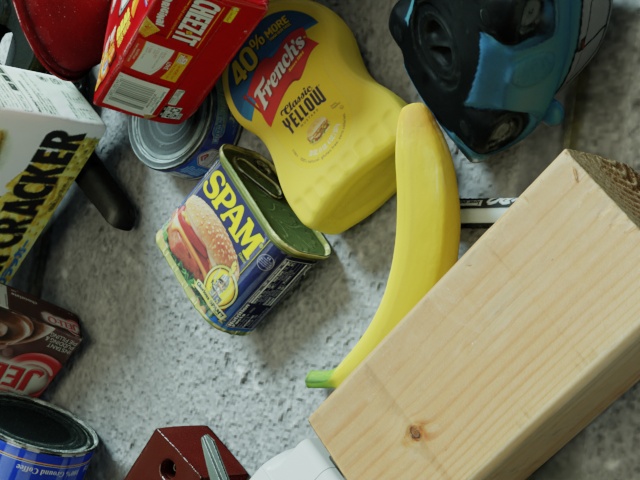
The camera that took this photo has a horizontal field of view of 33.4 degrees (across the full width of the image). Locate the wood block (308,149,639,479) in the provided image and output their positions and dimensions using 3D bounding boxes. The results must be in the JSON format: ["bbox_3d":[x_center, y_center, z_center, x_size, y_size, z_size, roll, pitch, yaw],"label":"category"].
[{"bbox_3d":[0.102,0.060,0.558,0.206,0.090,0.091,-49,62,25],"label":"wood block"}]

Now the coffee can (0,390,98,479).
[{"bbox_3d":[-0.235,0.194,0.781,0.103,0.102,0.140,26,97,36],"label":"coffee can"}]

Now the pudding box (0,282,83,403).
[{"bbox_3d":[-0.252,0.078,0.808,0.090,0.113,0.039,-51,32,17],"label":"pudding box"}]

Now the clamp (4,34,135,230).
[{"bbox_3d":[-0.230,-0.081,0.868,0.165,0.036,0.210,-23,73,30],"label":"clamp"}]

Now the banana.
[{"bbox_3d":[0.046,0.020,0.634,0.070,0.037,0.198,26,109,16],"label":"banana"}]

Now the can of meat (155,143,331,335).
[{"bbox_3d":[-0.055,0.001,0.716,0.084,0.057,0.102,-48,58,22],"label":"can of meat"}]

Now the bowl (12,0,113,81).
[{"bbox_3d":[-0.169,-0.200,0.787,0.055,0.162,0.162,-2,80,13],"label":"bowl"}]

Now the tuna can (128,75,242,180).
[{"bbox_3d":[-0.100,-0.089,0.778,0.086,0.033,0.086,-7,77,35],"label":"tuna can"}]

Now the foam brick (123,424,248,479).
[{"bbox_3d":[-0.097,0.170,0.717,0.053,0.051,0.078,40,105,33],"label":"foam brick"}]

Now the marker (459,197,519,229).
[{"bbox_3d":[0.115,-0.016,0.620,0.121,0.020,0.020,1,82,36],"label":"marker"}]

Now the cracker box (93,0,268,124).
[{"bbox_3d":[-0.082,-0.206,0.701,0.164,0.072,0.213,141,138,-57],"label":"cracker box"}]

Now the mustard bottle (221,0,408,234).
[{"bbox_3d":[-0.013,-0.103,0.704,0.096,0.058,0.192,-44,59,20],"label":"mustard bottle"}]
